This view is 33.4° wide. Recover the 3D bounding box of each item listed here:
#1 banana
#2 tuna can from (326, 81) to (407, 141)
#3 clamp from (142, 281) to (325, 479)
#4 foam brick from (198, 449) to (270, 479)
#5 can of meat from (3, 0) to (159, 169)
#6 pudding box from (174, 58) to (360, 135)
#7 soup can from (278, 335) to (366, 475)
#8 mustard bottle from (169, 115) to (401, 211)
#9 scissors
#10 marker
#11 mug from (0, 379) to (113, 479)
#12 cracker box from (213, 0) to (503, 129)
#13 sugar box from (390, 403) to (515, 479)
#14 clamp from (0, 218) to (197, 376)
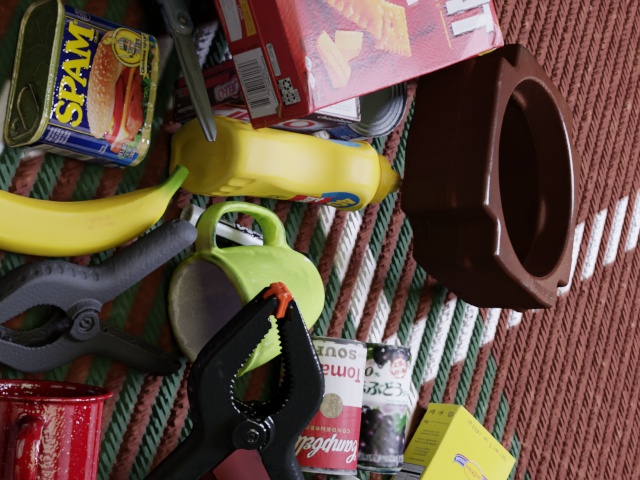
[{"bbox_3d":[-0.185,-0.022,0.712,0.197,0.037,0.070,-1,107,-34],"label":"banana"},{"bbox_3d":[0.031,-0.127,0.901,0.085,0.034,0.086,3,84,-38],"label":"tuna can"},{"bbox_3d":[-0.042,0.133,0.731,0.164,0.036,0.210,18,100,-19],"label":"clamp"},{"bbox_3d":[-0.060,0.183,0.794,0.052,0.051,0.078,-38,110,-35],"label":"foam brick"},{"bbox_3d":[-0.161,-0.105,0.732,0.083,0.058,0.102,14,79,-40],"label":"can of meat"},{"bbox_3d":[-0.040,-0.106,0.806,0.113,0.090,0.039,2,85,-39],"label":"pudding box"},{"bbox_3d":[-0.001,0.129,0.835,0.068,0.069,0.102,13,78,-37],"label":"soup can"},{"bbox_3d":[-0.013,-0.055,0.820,0.191,0.096,0.058,5,87,-39],"label":"mustard bottle"},{"bbox_3d":[-0.092,-0.164,0.776,0.096,0.016,0.202,-18,77,-49],"label":"scissors"},{"bbox_3d":[-0.055,0.001,0.831,0.121,0.020,0.020,24,72,-35],"label":"marker"},{"bbox_3d":[-0.179,0.134,0.666,0.093,0.117,0.081,5,88,-14],"label":"mug"},{"bbox_3d":[0.025,-0.188,0.760,0.213,0.072,0.164,-24,102,-38],"label":"cracker box"},{"bbox_3d":[0.095,0.238,0.917,0.093,0.048,0.176,45,60,-27],"label":"sugar box"},{"bbox_3d":[-0.157,0.039,0.718,0.171,0.039,0.120,3,105,-40],"label":"clamp"}]
